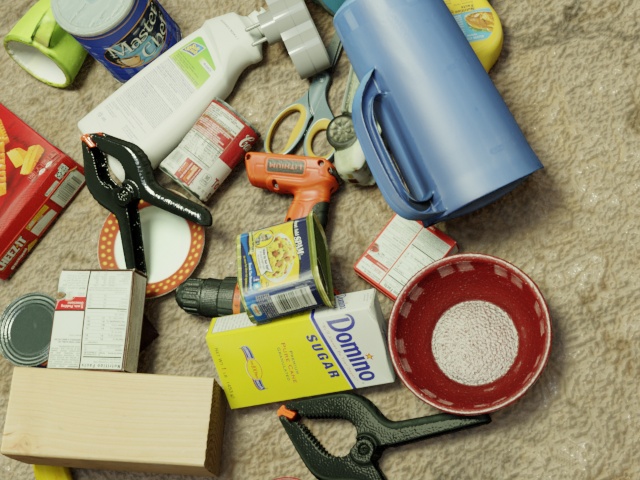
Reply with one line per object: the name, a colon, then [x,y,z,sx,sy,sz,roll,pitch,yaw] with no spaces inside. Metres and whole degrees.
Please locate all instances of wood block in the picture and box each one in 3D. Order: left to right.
wood block: [-0.207,0.187,1.096,0.206,0.090,0.091,2,71,6]

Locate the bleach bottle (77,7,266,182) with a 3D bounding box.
bleach bottle: [-0.152,-0.174,1.229,0.251,0.068,0.102,-39,76,-2]

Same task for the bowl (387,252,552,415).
bowl: [0.150,0.096,1.061,0.162,0.055,0.162,-5,72,15]

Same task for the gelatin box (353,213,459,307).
gelatin box: [0.089,0.019,1.116,0.073,0.030,0.089,37,86,21]

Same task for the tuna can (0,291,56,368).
tuna can: [-0.319,0.103,1.205,0.086,0.033,0.086,-5,72,15]

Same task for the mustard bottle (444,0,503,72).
mustard bottle: [0.146,-0.231,1.162,0.096,0.058,0.191,-14,70,4]

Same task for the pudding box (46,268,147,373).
pudding box: [-0.235,0.086,1.127,0.090,0.039,0.113,0,76,14]

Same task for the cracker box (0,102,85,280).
cracker box: [-0.405,-0.081,1.266,0.214,0.072,0.164,36,85,23]

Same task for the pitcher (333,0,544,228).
pitcher: [0.103,-0.139,1.063,0.145,0.149,0.243,-28,86,12]

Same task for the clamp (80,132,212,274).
clamp: [-0.194,-0.052,1.158,0.120,0.039,0.171,-29,90,15]

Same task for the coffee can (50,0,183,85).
coffee can: [-0.232,-0.252,1.232,0.103,0.140,0.103,-5,72,14]

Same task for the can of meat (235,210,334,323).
can of meat: [-0.036,0.028,1.065,0.084,0.057,0.102,-15,47,10]

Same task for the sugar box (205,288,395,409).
sugar box: [-0.019,0.112,1.085,0.176,0.048,0.093,-11,115,15]

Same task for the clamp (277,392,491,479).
clamp: [0.049,0.220,1.061,0.210,0.036,0.164,14,77,21]

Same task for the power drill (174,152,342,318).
power drill: [-0.058,0.001,1.150,0.184,0.057,0.187,5,78,13]

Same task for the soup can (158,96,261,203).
soup can: [-0.124,-0.100,1.194,0.069,0.068,0.102,38,87,23]

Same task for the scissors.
scissors: [0.013,-0.166,1.203,0.096,0.016,0.201,34,85,21]
